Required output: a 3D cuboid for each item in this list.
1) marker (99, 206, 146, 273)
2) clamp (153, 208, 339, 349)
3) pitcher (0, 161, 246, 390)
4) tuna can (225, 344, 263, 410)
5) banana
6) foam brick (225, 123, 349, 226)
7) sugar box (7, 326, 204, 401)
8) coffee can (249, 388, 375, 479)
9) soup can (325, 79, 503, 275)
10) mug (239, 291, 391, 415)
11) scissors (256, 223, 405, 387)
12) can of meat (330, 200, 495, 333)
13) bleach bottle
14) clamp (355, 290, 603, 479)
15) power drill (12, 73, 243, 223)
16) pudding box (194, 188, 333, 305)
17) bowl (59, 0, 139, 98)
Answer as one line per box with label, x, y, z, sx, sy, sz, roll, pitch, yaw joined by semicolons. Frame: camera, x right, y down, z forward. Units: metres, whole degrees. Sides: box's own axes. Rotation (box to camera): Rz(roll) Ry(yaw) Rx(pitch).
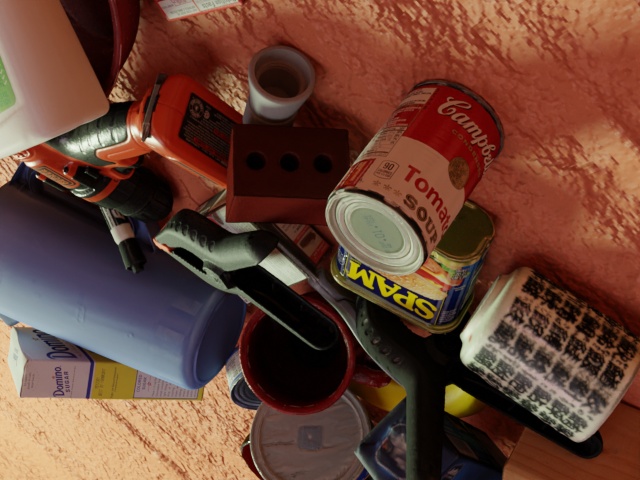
marker;-0.177;-0.027;0.905;0.121;0.020;0.020;64;152;13
clamp;-0.059;0.024;0.790;0.172;0.039;0.120;20;147;51
pitcher;-0.191;0.032;0.965;0.243;0.145;0.149;22;159;17
tuna can;-0.042;0.117;0.959;0.086;0.034;0.086;-10;145;-7
banana;0.083;0.117;0.880;0.198;0.037;0.069;-15;103;51
foam brick;-0.023;-0.043;0.707;0.078;0.053;0.051;1;161;-8
sugar box;-0.207;0.119;1.038;0.176;0.048;0.093;7;-168;-25
coffee can;0.002;0.186;0.947;0.103;0.102;0.140;26;166;18
soup can;0.056;-0.038;0.632;0.068;0.102;0.068;26;147;18
mug;0.003;0.088;0.850;0.117;0.093;0.081;17;-171;13
scissors;0.010;0.031;0.806;0.016;0.096;0.201;-40;95;16
can of meat;0.063;0.004;0.727;0.102;0.057;0.084;28;145;13
bleach bottle;-0.224;-0.178;0.662;0.103;0.068;0.251;-12;106;45
clamp;0.094;0.088;0.751;0.210;0.164;0.036;63;140;38
power drill;-0.133;-0.062;0.803;0.188;0.057;0.184;-4;157;38
pudding box;-0.056;0.001;0.859;0.090;0.039;0.114;44;150;-13
bowl;-0.172;-0.168;0.710;0.162;0.055;0.162;24;131;30
